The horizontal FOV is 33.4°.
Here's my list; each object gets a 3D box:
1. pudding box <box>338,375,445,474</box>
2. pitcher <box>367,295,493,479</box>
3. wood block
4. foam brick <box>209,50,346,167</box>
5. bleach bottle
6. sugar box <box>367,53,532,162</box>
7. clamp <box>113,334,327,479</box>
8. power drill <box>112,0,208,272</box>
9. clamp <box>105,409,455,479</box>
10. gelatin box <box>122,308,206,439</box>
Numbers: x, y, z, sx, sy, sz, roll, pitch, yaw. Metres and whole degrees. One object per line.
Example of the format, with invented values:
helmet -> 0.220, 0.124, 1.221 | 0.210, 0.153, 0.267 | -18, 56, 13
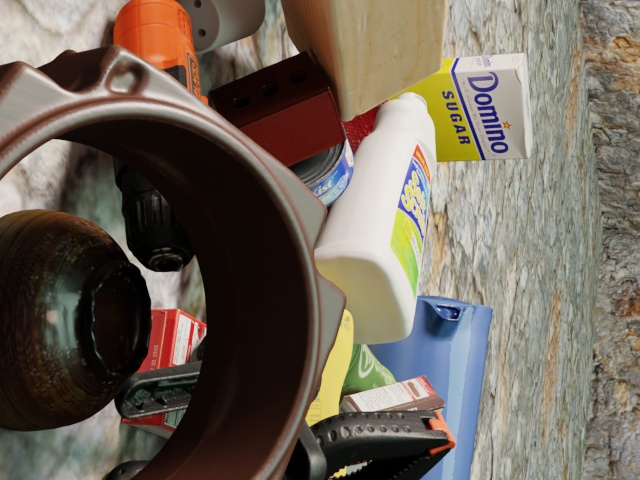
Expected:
pudding box -> 0.044, 0.170, 0.900 | 0.089, 0.039, 0.114 | -9, 139, -38
pitcher -> 0.090, 0.175, 1.047 | 0.149, 0.145, 0.243 | 18, 76, -56
wood block -> 0.025, -0.173, 0.708 | 0.091, 0.090, 0.206 | 59, -5, 16
foam brick -> -0.029, -0.088, 0.755 | 0.053, 0.078, 0.051 | -118, -175, -46
bleach bottle -> 0.053, -0.040, 0.864 | 0.250, 0.068, 0.102 | -74, 149, -43
sugar box -> 0.106, -0.121, 1.003 | 0.048, 0.176, 0.093 | -58, 143, -55
clamp -> -0.051, 0.082, 0.632 | 0.039, 0.120, 0.171 | -63, -174, 15
power drill -> -0.070, -0.028, 0.643 | 0.187, 0.057, 0.184 | 64, 16, -55
clamp -> -0.015, 0.166, 0.677 | 0.036, 0.210, 0.164 | -115, -169, -47
gelatin box -> -0.088, 0.089, 0.680 | 0.089, 0.030, 0.073 | 41, 52, -61
